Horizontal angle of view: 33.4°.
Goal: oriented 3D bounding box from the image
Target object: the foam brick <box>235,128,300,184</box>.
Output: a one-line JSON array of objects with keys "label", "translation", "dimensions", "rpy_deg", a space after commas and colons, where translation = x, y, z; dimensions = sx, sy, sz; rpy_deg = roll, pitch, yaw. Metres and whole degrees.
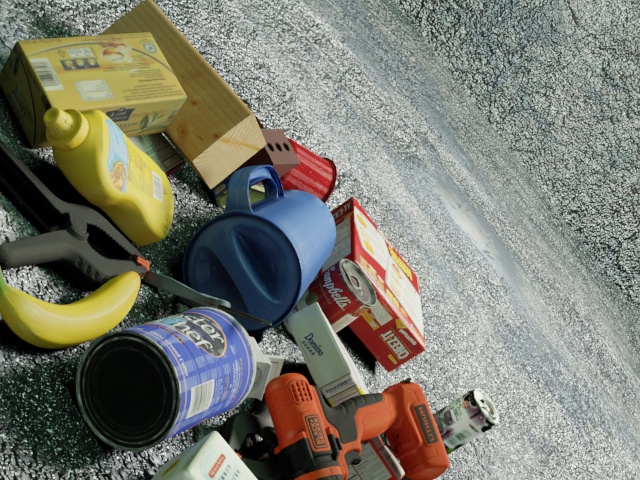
[{"label": "foam brick", "translation": [-0.071, -0.105, 1.335], "dimensions": [0.053, 0.051, 0.078], "rpy_deg": [61, 24, 7]}]

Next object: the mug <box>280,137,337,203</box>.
[{"label": "mug", "translation": [-0.040, -0.099, 1.496], "dimensions": [0.081, 0.093, 0.117], "rpy_deg": [30, 28, -36]}]

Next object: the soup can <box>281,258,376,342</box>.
[{"label": "soup can", "translation": [0.008, 0.078, 1.296], "dimensions": [0.068, 0.102, 0.068], "rpy_deg": [43, 24, -24]}]

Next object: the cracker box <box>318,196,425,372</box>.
[{"label": "cracker box", "translation": [0.068, 0.057, 1.472], "dimensions": [0.164, 0.072, 0.213], "rpy_deg": [51, 16, -19]}]

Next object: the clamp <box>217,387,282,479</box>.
[{"label": "clamp", "translation": [-0.048, 0.211, 1.063], "dimensions": [0.120, 0.039, 0.171], "rpy_deg": [51, 27, 7]}]

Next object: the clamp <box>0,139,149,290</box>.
[{"label": "clamp", "translation": [-0.241, -0.001, 0.996], "dimensions": [0.209, 0.036, 0.164], "rpy_deg": [38, 25, -40]}]

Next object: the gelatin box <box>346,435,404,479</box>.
[{"label": "gelatin box", "translation": [0.036, 0.235, 1.149], "dimensions": [0.089, 0.073, 0.030], "rpy_deg": [56, 22, 8]}]

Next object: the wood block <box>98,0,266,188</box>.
[{"label": "wood block", "translation": [-0.167, -0.175, 1.264], "dimensions": [0.206, 0.090, 0.091], "rpy_deg": [49, -7, 19]}]

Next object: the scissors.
[{"label": "scissors", "translation": [-0.118, 0.057, 1.044], "dimensions": [0.096, 0.016, 0.202], "rpy_deg": [27, -9, -17]}]

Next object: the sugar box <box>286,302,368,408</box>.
[{"label": "sugar box", "translation": [0.013, 0.144, 1.202], "dimensions": [0.093, 0.048, 0.176], "rpy_deg": [63, 2, 27]}]

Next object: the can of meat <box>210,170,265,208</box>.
[{"label": "can of meat", "translation": [-0.107, -0.084, 1.378], "dimensions": [0.101, 0.058, 0.084], "rpy_deg": [16, 45, -56]}]

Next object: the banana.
[{"label": "banana", "translation": [-0.216, 0.059, 0.930], "dimensions": [0.197, 0.037, 0.069], "rpy_deg": [9, 89, -66]}]

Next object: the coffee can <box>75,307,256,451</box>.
[{"label": "coffee can", "translation": [-0.133, 0.119, 0.943], "dimensions": [0.103, 0.103, 0.140], "rpy_deg": [57, 22, 9]}]

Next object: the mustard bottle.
[{"label": "mustard bottle", "translation": [-0.215, -0.075, 1.068], "dimensions": [0.191, 0.058, 0.096], "rpy_deg": [51, 27, -56]}]

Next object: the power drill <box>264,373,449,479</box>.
[{"label": "power drill", "translation": [0.042, 0.215, 1.064], "dimensions": [0.187, 0.057, 0.184], "rpy_deg": [1, 63, -42]}]

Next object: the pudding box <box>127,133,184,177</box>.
[{"label": "pudding box", "translation": [-0.216, -0.113, 1.224], "dimensions": [0.113, 0.039, 0.090], "rpy_deg": [53, 20, -5]}]

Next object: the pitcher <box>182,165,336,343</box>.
[{"label": "pitcher", "translation": [-0.058, 0.002, 1.236], "dimensions": [0.145, 0.149, 0.242], "rpy_deg": [41, 18, 2]}]
